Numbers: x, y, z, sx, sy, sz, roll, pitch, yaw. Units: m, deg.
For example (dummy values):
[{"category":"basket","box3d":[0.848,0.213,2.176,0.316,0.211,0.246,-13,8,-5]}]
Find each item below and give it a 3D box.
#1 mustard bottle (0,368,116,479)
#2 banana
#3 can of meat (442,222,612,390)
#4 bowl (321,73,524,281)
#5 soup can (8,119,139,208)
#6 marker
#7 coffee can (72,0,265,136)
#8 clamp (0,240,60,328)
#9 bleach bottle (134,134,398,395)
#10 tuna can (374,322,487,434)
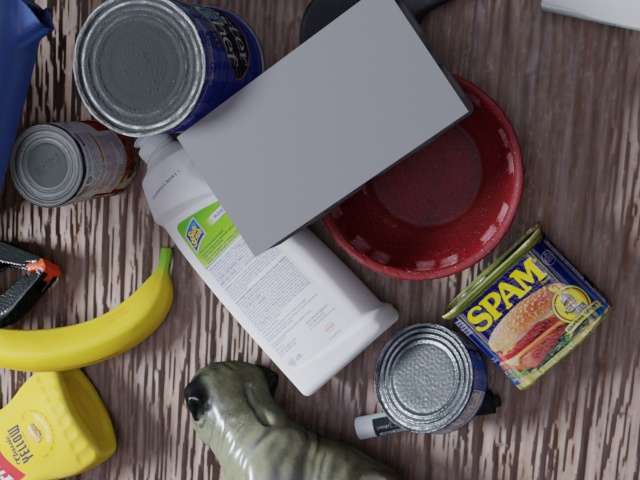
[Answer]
[{"category":"mustard bottle","box3d":[-0.278,0.194,0.956,0.192,0.058,0.096,-34,79,17]},{"category":"banana","box3d":[-0.205,0.075,0.914,0.197,0.037,0.069,-23,75,-3]},{"category":"can of meat","box3d":[0.159,0.052,0.820,0.084,0.057,0.102,46,107,2]},{"category":"bowl","box3d":[0.078,-0.052,0.827,0.162,0.055,0.162,2,98,15]},{"category":"soup can","box3d":[-0.201,-0.065,0.876,0.068,0.102,0.068,2,99,15]},{"category":"marker","box3d":[0.087,0.142,0.871,0.121,0.020,0.020,-14,94,17]},{"category":"coffee can","box3d":[-0.112,-0.133,0.822,0.103,0.140,0.103,2,98,14]},{"category":"clamp","box3d":[-0.317,0.038,0.951,0.171,0.039,0.120,-24,77,8]},{"category":"bleach bottle","box3d":[-0.056,0.001,0.868,0.103,0.068,0.251,-43,83,16]},{"category":"tuna can","box3d":[0.087,0.110,0.842,0.086,0.033,0.086,-9,73,31]}]
